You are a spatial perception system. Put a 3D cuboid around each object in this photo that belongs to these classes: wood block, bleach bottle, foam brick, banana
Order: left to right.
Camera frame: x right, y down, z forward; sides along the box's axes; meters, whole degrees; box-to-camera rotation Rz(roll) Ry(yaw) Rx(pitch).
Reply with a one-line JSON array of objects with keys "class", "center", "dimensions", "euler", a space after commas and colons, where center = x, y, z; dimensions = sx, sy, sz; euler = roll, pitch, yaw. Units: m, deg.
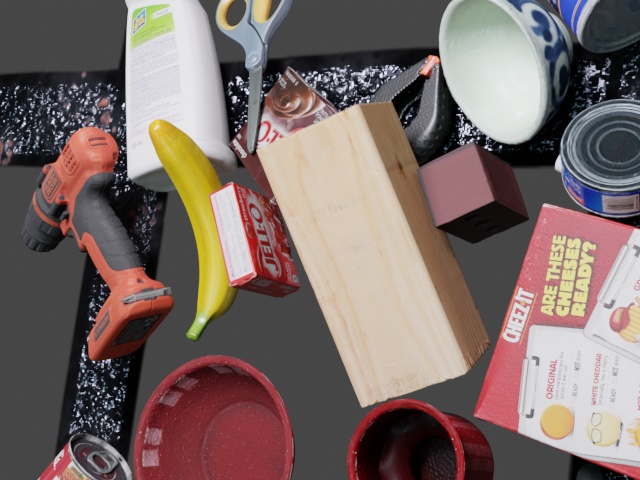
[{"class": "bleach bottle", "center": [-0.138, -0.178, 1.015], "dimensions": [0.103, 0.068, 0.251], "euler": [-14, 70, 27]}, {"class": "banana", "center": [-0.103, -0.014, 0.933], "dimensions": [0.037, 0.069, 0.198], "euler": [-2, 106, 30]}, {"class": "wood block", "center": [0.043, 0.008, 0.810], "dimensions": [0.090, 0.090, 0.206], "euler": [-22, 90, 22]}, {"class": "foam brick", "center": [0.118, -0.035, 0.824], "dimensions": [0.053, 0.078, 0.051], "euler": [-26, 68, 25]}]

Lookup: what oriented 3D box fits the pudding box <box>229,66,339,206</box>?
[{"class": "pudding box", "center": [-0.023, -0.086, 0.920], "dimensions": [0.090, 0.039, 0.114], "euler": [-51, 36, 11]}]

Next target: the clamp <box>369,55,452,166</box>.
[{"class": "clamp", "center": [0.049, -0.078, 0.897], "dimensions": [0.120, 0.039, 0.171], "euler": [27, 90, 33]}]

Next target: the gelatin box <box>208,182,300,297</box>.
[{"class": "gelatin box", "center": [-0.056, 0.001, 0.919], "dimensions": [0.030, 0.073, 0.089], "euler": [-25, 68, 24]}]

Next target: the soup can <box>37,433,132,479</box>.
[{"class": "soup can", "center": [-0.229, 0.236, 0.972], "dimensions": [0.102, 0.068, 0.069], "euler": [-50, 60, 12]}]

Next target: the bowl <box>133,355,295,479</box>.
[{"class": "bowl", "center": [-0.079, 0.180, 0.904], "dimensions": [0.162, 0.055, 0.162], "euler": [-7, 76, 29]}]

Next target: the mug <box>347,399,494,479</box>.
[{"class": "mug", "center": [0.077, 0.180, 0.797], "dimensions": [0.093, 0.081, 0.117], "euler": [9, 83, 31]}]

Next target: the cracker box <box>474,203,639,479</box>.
[{"class": "cracker box", "center": [0.235, 0.082, 0.733], "dimensions": [0.214, 0.072, 0.164], "euler": [17, 88, 33]}]

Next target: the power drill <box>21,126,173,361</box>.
[{"class": "power drill", "center": [-0.216, 0.014, 0.999], "dimensions": [0.185, 0.057, 0.188], "euler": [-47, 65, 47]}]

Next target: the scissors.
[{"class": "scissors", "center": [-0.072, -0.167, 0.977], "dimensions": [0.096, 0.016, 0.201], "euler": [-1, 66, 38]}]
